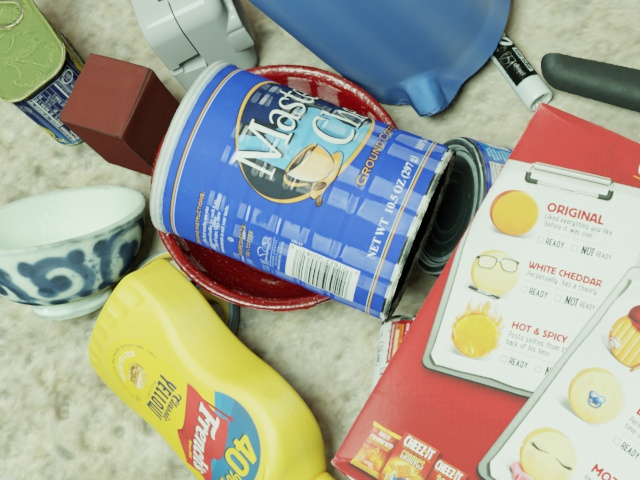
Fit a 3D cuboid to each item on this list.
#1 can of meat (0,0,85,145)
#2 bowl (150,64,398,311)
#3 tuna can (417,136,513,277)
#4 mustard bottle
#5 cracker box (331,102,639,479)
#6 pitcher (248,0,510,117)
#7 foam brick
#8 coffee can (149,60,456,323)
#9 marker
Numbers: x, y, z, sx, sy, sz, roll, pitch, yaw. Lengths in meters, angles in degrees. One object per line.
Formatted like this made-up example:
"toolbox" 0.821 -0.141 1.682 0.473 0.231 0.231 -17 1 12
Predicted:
"can of meat" -0.201 -0.125 0.759 0.057 0.084 0.102 -38 65 1
"bowl" -0.023 -0.028 0.676 0.162 0.055 0.162 -1 72 2
"tuna can" 0.087 -0.018 0.633 0.033 0.086 0.086 11 69 -23
"mustard bottle" -0.054 0.105 0.628 0.192 0.058 0.096 43 131 17
"cracker box" 0.132 0.063 0.526 0.164 0.072 0.213 28 80 20
"pitcher" 0.009 -0.183 0.623 0.149 0.242 0.145 33 96 29
"foam brick" -0.131 -0.083 0.726 0.051 0.078 0.053 19 77 20
"coffee can" -0.009 -0.028 0.591 0.140 0.103 0.103 22 78 9
"marker" 0.112 -0.135 0.705 0.020 0.020 0.121 -32 65 3
